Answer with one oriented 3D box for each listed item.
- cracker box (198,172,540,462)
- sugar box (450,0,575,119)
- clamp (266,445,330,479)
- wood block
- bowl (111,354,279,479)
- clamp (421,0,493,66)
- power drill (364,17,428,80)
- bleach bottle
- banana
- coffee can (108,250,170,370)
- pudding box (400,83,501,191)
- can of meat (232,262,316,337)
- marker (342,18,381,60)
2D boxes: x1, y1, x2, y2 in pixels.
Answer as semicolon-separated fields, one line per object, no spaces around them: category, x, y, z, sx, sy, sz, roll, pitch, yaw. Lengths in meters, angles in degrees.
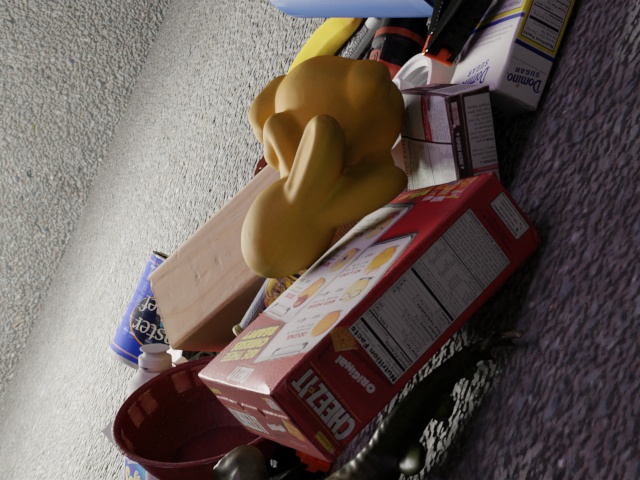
cracker box;0.032;0.051;0.753;0.213;0.072;0.164;-44;13;-18
sugar box;0.161;-0.184;0.844;0.176;0.048;0.093;-72;18;-5
clamp;-0.039;0.181;0.955;0.172;0.039;0.120;-23;51;54
wood block;-0.062;0.018;1.031;0.206;0.090;0.090;-40;60;32
bowl;-0.092;0.162;0.908;0.162;0.162;0.055;-114;11;-65
clamp;0.135;-0.241;0.842;0.165;0.036;0.210;-143;73;-76
power drill;0.044;-0.171;1.113;0.188;0.057;0.184;-23;46;63
bleach bottle;-0.156;0.220;1.016;0.103;0.068;0.251;20;113;61
banana;-0.005;-0.219;1.338;0.198;0.037;0.070;-57;39;29
coffee can;-0.197;0.097;1.366;0.140;0.102;0.103;-66;19;0
pudding box;0.098;-0.075;0.833;0.114;0.039;0.090;-150;49;-72
can of meat;-0.011;0.069;0.923;0.084;0.102;0.057;-59;-18;11
marker;0.036;-0.214;1.241;0.121;0.020;0.020;-52;24;35
